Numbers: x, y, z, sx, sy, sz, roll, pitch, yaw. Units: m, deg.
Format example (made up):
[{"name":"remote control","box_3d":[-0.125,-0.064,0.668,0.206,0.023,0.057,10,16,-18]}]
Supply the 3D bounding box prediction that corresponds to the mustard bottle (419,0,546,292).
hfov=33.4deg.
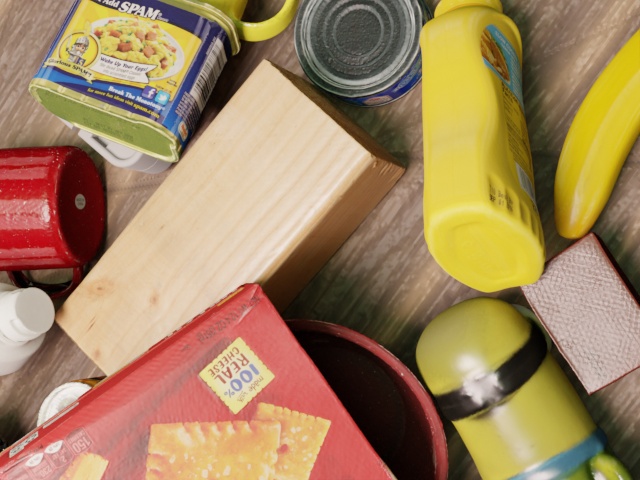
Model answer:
[{"name":"mustard bottle","box_3d":[0.089,-0.074,0.608,0.058,0.096,0.191,-14,57,25]}]

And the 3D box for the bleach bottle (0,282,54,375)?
[{"name":"bleach bottle","box_3d":[-0.269,0.071,0.689,0.251,0.102,0.068,-18,70,35]}]

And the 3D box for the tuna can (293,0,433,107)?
[{"name":"tuna can","box_3d":[0.027,-0.128,0.669,0.086,0.033,0.086,-1,88,18]}]

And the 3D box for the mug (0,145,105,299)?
[{"name":"mug","box_3d":[-0.194,-0.011,0.716,0.081,0.093,0.117,-2,118,13]}]

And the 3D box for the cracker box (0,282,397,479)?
[{"name":"cracker box","box_3d":[-0.043,0.154,0.565,0.164,0.072,0.213,-35,93,-9]}]

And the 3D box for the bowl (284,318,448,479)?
[{"name":"bowl","box_3d":[0.002,0.116,0.646,0.162,0.055,0.162,5,107,16]}]

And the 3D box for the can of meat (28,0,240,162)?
[{"name":"can of meat","box_3d":[-0.112,-0.104,0.640,0.102,0.057,0.084,21,74,10]}]

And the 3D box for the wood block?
[{"name":"wood block","box_3d":[-0.054,0.001,0.662,0.090,0.090,0.206,43,101,14]}]
